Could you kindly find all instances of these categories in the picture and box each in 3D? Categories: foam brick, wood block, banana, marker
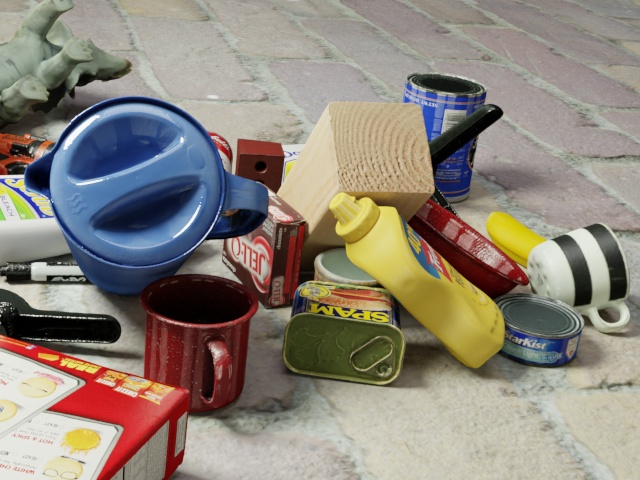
[{"bbox_3d":[-0.072,-0.071,1.221,0.053,0.078,0.051,3,22,-8],"label":"foam brick"},{"bbox_3d":[0.026,-0.045,1.021,0.090,0.090,0.206,-1,-20,-16],"label":"wood block"},{"bbox_3d":[0.237,0.006,1.179,0.069,0.037,0.198,-5,25,-24],"label":"banana"},{"bbox_3d":[-0.241,0.030,1.012,0.121,0.020,0.020,1,24,-14],"label":"marker"}]

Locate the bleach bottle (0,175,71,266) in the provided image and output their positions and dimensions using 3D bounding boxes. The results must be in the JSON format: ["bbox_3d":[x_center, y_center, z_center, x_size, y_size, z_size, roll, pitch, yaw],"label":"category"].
[{"bbox_3d":[-0.272,-0.030,1.076,0.250,0.068,0.103,-11,47,-39],"label":"bleach bottle"}]

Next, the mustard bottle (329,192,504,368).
[{"bbox_3d":[0.078,0.026,0.930,0.191,0.058,0.096,42,17,-22],"label":"mustard bottle"}]

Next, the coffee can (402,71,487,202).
[{"bbox_3d":[0.147,-0.130,1.340,0.103,0.140,0.103,6,23,-3],"label":"coffee can"}]

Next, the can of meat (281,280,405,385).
[{"bbox_3d":[0.021,0.077,0.929,0.102,0.057,0.084,8,20,0],"label":"can of meat"}]

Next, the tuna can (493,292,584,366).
[{"bbox_3d":[0.199,0.083,0.993,0.086,0.034,0.086,6,23,-3],"label":"tuna can"}]

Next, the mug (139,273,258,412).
[{"bbox_3d":[-0.093,0.087,0.839,0.093,0.081,0.117,-5,25,-26],"label":"mug"}]

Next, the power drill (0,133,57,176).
[{"bbox_3d":[-0.347,-0.069,1.168,0.185,0.057,0.187,10,20,18],"label":"power drill"}]

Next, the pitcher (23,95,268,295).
[{"bbox_3d":[-0.148,-0.021,0.904,0.145,0.149,0.243,-43,0,-16],"label":"pitcher"}]

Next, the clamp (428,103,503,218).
[{"bbox_3d":[0.120,-0.072,1.259,0.036,0.164,0.210,16,-11,-42],"label":"clamp"}]

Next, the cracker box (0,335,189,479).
[{"bbox_3d":[-0.204,0.149,0.678,0.164,0.072,0.213,14,25,17],"label":"cracker box"}]

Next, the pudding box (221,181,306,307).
[{"bbox_3d":[-0.057,0.001,1.041,0.039,0.090,0.114,-3,24,-26],"label":"pudding box"}]

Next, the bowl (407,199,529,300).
[{"bbox_3d":[0.126,0.014,1.059,0.162,0.055,0.162,33,14,-9],"label":"bowl"}]

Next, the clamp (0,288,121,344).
[{"bbox_3d":[-0.253,0.071,0.888,0.172,0.039,0.120,25,27,36],"label":"clamp"}]
